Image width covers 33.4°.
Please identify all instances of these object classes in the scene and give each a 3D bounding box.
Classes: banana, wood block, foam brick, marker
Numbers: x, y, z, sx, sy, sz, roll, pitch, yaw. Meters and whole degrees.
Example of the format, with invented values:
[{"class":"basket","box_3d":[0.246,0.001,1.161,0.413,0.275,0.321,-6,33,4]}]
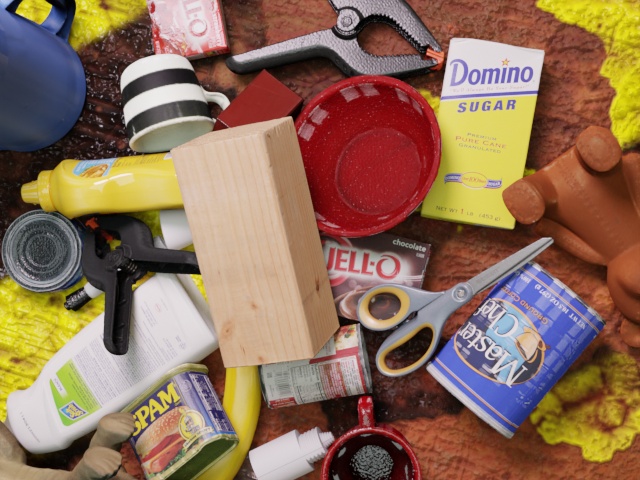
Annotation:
[{"class":"banana","box_3d":[-0.100,0.190,1.057,0.069,0.037,0.198,29,91,5]},{"class":"wood block","box_3d":[-0.056,0.001,0.974,0.090,0.090,0.206,-8,102,20]},{"class":"foam brick","box_3d":[-0.062,-0.116,1.042,0.051,0.053,0.078,39,67,5]},{"class":"marker","box_3d":[-0.208,0.035,1.080,0.121,0.020,0.020,-33,86,3]}]

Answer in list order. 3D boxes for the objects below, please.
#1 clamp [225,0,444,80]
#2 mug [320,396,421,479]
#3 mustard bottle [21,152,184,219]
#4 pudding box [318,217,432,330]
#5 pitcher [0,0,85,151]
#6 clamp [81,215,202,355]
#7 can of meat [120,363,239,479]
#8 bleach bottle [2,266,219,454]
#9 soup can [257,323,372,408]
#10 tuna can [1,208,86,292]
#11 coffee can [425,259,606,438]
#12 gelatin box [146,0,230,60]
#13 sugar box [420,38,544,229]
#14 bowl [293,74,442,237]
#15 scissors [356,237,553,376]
[{"class":"clamp","box_3d":[0.018,-0.204,1.057,0.210,0.036,0.164,28,88,6]},{"class":"mug","box_3d":[0.048,0.207,1.021,0.093,0.081,0.117,-8,88,5]},{"class":"mustard bottle","box_3d":[-0.198,-0.054,1.043,0.191,0.096,0.058,-4,108,5]},{"class":"pudding box","box_3d":[0.044,0.034,1.047,0.113,0.039,0.090,14,89,5]},{"class":"pitcher","box_3d":[-0.307,-0.169,0.984,0.145,0.243,0.149,-11,88,3]},{"class":"clamp","box_3d":[-0.176,0.020,1.020,0.120,0.039,0.172,-35,46,2]},{"class":"can of meat","box_3d":[-0.137,0.182,1.029,0.102,0.057,0.084,-40,63,18]},{"class":"bleach bottle","box_3d":[-0.223,0.128,1.059,0.251,0.068,0.102,-33,83,6]},{"class":"soup can","box_3d":[-0.005,0.123,1.035,0.102,0.068,0.068,-11,87,5]},{"class":"tuna can","box_3d":[-0.277,0.011,1.080,0.086,0.033,0.086,0,88,5]},{"class":"coffee can","box_3d":[0.182,0.099,1.001,0.103,0.103,0.140,40,92,5]},{"class":"gelatin box","box_3d":[-0.135,-0.227,1.076,0.073,0.030,0.089,-10,88,5]},{"class":"sugar box","box_3d":[0.157,-0.103,1.038,0.093,0.048,0.176,9,90,5]},{"class":"bowl","box_3d":[0.046,-0.075,1.028,0.162,0.055,0.162,-6,74,21]},{"class":"scissors","box_3d":[0.113,0.041,0.991,0.096,0.016,0.202,45,104,16]}]
